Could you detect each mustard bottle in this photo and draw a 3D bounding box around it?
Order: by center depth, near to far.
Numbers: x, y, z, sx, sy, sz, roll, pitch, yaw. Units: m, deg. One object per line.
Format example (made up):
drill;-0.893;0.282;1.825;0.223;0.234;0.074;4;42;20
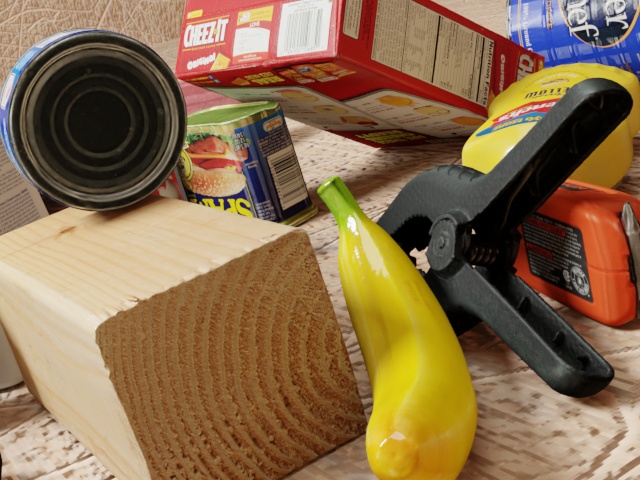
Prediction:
mustard bottle;0.135;-0.055;0.629;0.096;0.058;0.191;-4;20;22

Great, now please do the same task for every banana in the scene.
banana;0.028;0.043;0.405;0.037;0.069;0.198;-44;24;13

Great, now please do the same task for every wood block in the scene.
wood block;-0.079;0.039;0.480;0.090;0.090;0.206;-25;19;-24

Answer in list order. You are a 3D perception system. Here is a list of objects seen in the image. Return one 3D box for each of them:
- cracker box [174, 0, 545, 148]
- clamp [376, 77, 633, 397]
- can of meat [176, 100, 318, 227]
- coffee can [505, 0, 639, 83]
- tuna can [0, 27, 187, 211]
cracker box;0.031;-0.125;0.760;0.213;0.072;0.164;13;-8;-43
clamp;0.069;0.012;0.455;0.039;0.120;0.172;16;-20;-23
can of meat;-0.059;-0.051;0.760;0.057;0.084;0.102;-30;21;-37
coffee can;0.229;-0.170;0.828;0.141;0.103;0.102;-5;20;35
tuna can;-0.107;-0.057;0.506;0.086;0.086;0.034;-22;19;-17
